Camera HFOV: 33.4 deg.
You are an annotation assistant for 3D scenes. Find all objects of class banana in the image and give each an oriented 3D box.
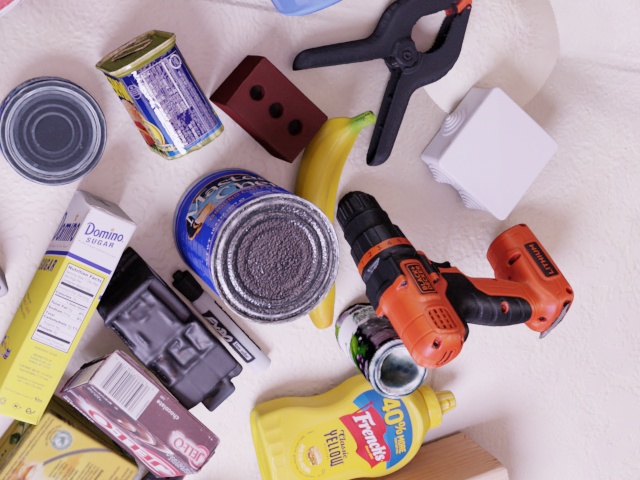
[{"bbox_3d":[0.002,-0.024,0.920,0.037,0.070,0.198,0,111,-26],"label":"banana"}]

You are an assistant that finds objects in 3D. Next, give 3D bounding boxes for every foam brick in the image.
[{"bbox_3d":[-0.044,-0.111,0.894,0.078,0.051,0.053,41,86,-22],"label":"foam brick"}]

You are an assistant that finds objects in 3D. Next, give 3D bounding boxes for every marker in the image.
[{"bbox_3d":[-0.087,0.071,0.935,0.020,0.020,0.121,-43,111,-7],"label":"marker"}]

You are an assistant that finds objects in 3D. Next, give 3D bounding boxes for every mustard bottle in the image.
[{"bbox_3d":[0.036,0.173,0.980,0.191,0.058,0.096,-15,101,-16],"label":"mustard bottle"}]

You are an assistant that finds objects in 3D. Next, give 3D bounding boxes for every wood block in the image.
[{"bbox_3d":[0.067,0.264,0.993,0.205,0.091,0.090,-16,107,-16],"label":"wood block"}]

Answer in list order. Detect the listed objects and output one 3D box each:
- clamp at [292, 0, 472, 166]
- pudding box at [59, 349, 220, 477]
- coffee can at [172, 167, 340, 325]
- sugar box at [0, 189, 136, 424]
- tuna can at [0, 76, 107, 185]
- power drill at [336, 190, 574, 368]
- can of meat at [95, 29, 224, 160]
[{"bbox_3d":[0.071,-0.149,0.933,0.171,0.039,0.120,-34,112,-10],"label":"clamp"},{"bbox_3d":[-0.144,0.140,0.844,0.113,0.090,0.039,45,60,-11],"label":"pudding box"},{"bbox_3d":[-0.056,0.001,0.866,0.102,0.140,0.103,-4,103,-19],"label":"coffee can"},{"bbox_3d":[-0.209,0.049,0.848,0.048,0.093,0.176,23,92,-23],"label":"sugar box"},{"bbox_3d":[-0.214,-0.087,0.849,0.086,0.034,0.086,-4,103,-19],"label":"tuna can"},{"bbox_3d":[0.118,0.026,0.944,0.187,0.184,0.057,-4,141,-33],"label":"power drill"},{"bbox_3d":[-0.126,-0.114,0.839,0.057,0.102,0.084,-34,112,-11],"label":"can of meat"}]
